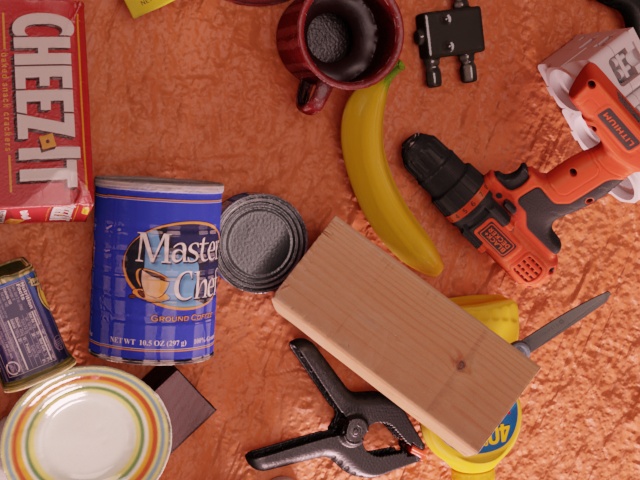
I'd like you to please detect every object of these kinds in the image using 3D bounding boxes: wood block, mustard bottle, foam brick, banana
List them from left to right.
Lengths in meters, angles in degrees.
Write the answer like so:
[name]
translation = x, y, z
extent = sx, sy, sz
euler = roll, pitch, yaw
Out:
[foam brick]
translation = -0.137, 0.146, 0.896
extent = 0.078, 0.053, 0.051
euler = -43, 108, -10
[banana]
translation = 0.057, -0.057, 0.939
extent = 0.037, 0.070, 0.198
euler = -38, 119, -53
[wood block]
translation = 0.068, 0.082, 0.897
extent = 0.206, 0.090, 0.091
euler = 37, 82, 9
[mustard bottle]
translation = 0.138, 0.150, 0.991
extent = 0.096, 0.058, 0.191
euler = -6, 98, -17

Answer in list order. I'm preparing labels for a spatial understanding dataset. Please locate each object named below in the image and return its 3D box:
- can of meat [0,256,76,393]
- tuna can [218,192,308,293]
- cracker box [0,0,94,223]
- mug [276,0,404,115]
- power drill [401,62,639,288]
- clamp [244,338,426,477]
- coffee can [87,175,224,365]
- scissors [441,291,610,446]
[can of meat]
translation = -0.236, 0.063, 0.826
extent = 0.057, 0.102, 0.084
euler = -23, 101, -18
[tuna can]
translation = -0.056, 0.001, 0.918
extent = 0.086, 0.034, 0.086
euler = -2, 97, -19
[cracker box]
translation = -0.281, -0.096, 0.790
extent = 0.213, 0.072, 0.164
euler = -2, 82, -18
[mug]
translation = 0.008, -0.161, 0.898
extent = 0.093, 0.082, 0.117
euler = 19, 89, -21
[power drill]
translation = 0.189, -0.069, 0.944
extent = 0.184, 0.057, 0.188
euler = 43, 117, -12
[clamp]
translation = 0.023, 0.157, 0.962
extent = 0.171, 0.039, 0.120
euler = 13, 96, -27
[coffee can]
translation = -0.132, 0.021, 0.857
extent = 0.102, 0.103, 0.140
euler = 2, 96, -20
[scissors]
translation = 0.174, 0.120, 0.949
extent = 0.201, 0.016, 0.096
euler = -17, 96, -1
